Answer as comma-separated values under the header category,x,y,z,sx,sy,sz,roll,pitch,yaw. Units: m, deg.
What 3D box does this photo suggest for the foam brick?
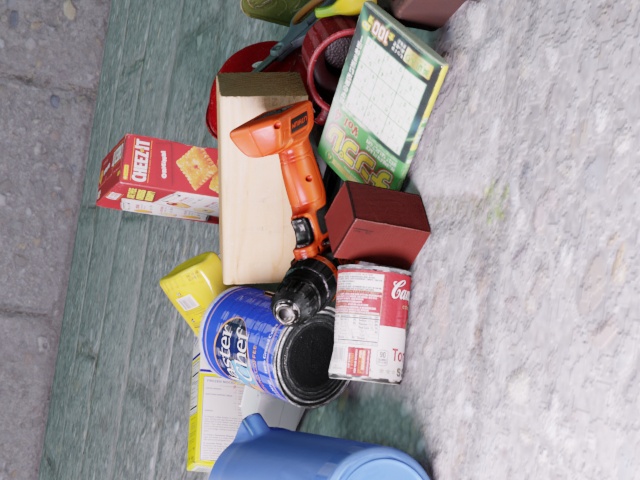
category,x,y,z,sx,sy,sz,roll,pitch,yaw
foam brick,0.052,-0.014,0.969,0.051,0.078,0.053,-101,31,-43

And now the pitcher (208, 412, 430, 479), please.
category,x,y,z,sx,sy,sz,roll,pitch,yaw
pitcher,0.003,0.243,0.943,0.243,0.149,0.145,-18,43,64

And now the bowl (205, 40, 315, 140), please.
category,x,y,z,sx,sy,sz,roll,pitch,yaw
bowl,-0.064,-0.180,1.224,0.162,0.162,0.055,-105,-5,-47

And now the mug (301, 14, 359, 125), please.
category,x,y,z,sx,sy,sz,roll,pitch,yaw
mug,0.021,-0.174,1.098,0.081,0.093,0.117,-110,41,-60

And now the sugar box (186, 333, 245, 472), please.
category,x,y,z,sx,sy,sz,roll,pitch,yaw
sugar box,-0.108,0.189,1.282,0.048,0.093,0.176,135,140,-58

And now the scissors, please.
category,x,y,z,sx,sy,sz,roll,pitch,yaw
scissors,-0.027,-0.214,1.184,0.096,0.016,0.201,6,49,40

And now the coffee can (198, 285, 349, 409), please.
category,x,y,z,sx,sy,sz,roll,pitch,yaw
coffee can,-0.045,0.106,1.085,0.141,0.102,0.103,10,91,52

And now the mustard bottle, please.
category,x,y,z,sx,sy,sz,roll,pitch,yaw
mustard bottle,-0.103,0.107,1.229,0.096,0.058,0.191,-21,105,49

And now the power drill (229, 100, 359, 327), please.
category,x,y,z,sx,sy,sz,roll,pitch,yaw
power drill,-0.024,-0.027,1.003,0.184,0.057,0.187,-48,-56,-64

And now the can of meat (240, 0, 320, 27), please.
category,x,y,z,sx,sy,sz,roll,pitch,yaw
can of meat,-0.053,-0.313,1.336,0.084,0.102,0.057,-108,33,-54

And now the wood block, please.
category,x,y,z,sx,sy,sz,roll,pitch,yaw
wood block,-0.063,-0.066,1.128,0.091,0.090,0.206,-107,17,-64

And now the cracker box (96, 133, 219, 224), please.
category,x,y,z,sx,sy,sz,roll,pitch,yaw
cracker box,-0.164,-0.074,1.365,0.164,0.213,0.072,159,118,-67

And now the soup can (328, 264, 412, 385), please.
category,x,y,z,sx,sy,sz,roll,pitch,yaw
soup can,0.044,0.076,0.964,0.069,0.068,0.102,167,110,-68
